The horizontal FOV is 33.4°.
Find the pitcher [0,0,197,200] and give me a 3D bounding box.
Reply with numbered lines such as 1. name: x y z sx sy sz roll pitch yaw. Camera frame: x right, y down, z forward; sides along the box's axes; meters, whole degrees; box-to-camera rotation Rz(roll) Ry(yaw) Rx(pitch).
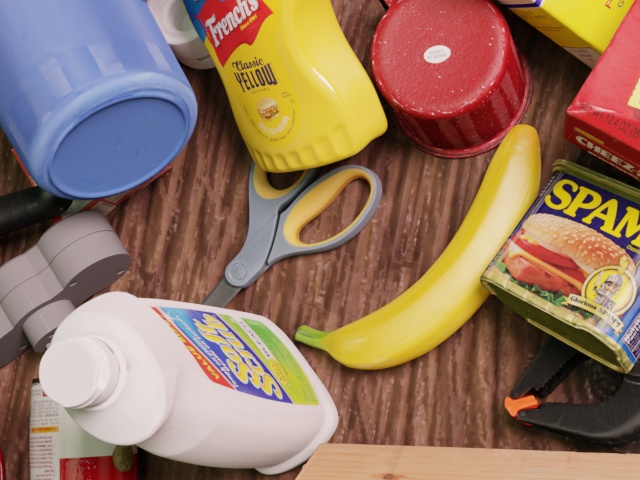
1. pitcher: -0.167 -0.153 0.670 0.144 0.149 0.243 -21 63 -23

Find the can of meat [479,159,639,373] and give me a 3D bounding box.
1. can of meat: 0.152 0.014 0.595 0.102 0.057 0.084 31 81 42

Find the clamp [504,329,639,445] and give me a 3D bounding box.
1. clamp: 0.192 0.074 0.600 0.171 0.039 0.120 -34 55 12

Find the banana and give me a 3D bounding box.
1. banana: 0.072 0.017 0.647 0.198 0.037 0.070 -43 76 7

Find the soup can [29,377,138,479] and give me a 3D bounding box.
1. soup can: -0.150 0.138 0.679 0.068 0.068 0.102 -5 80 15

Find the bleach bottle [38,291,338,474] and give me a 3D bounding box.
1. bleach bottle: -0.068 0.080 0.567 0.068 0.250 0.102 -39 74 8

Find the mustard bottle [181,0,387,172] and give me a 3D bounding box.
1. mustard bottle: -0.036 -0.136 0.620 0.096 0.058 0.191 -3 117 48

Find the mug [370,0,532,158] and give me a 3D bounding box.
1. mug: 0.071 -0.113 0.644 0.093 0.081 0.117 -35 74 9

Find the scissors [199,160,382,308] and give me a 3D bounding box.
1. scissors: -0.055 0.001 0.698 0.202 0.016 0.096 -32 73 9
